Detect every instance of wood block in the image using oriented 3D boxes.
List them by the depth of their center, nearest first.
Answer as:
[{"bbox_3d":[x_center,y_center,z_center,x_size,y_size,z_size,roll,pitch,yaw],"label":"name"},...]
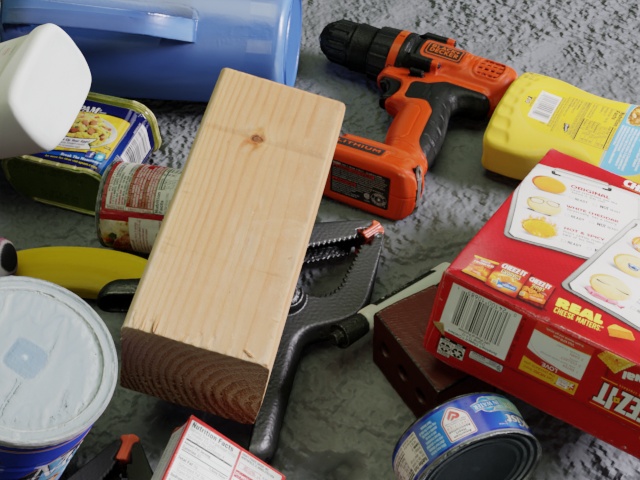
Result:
[{"bbox_3d":[-0.054,0.001,0.696,0.091,0.090,0.206,17,57,-1],"label":"wood block"}]

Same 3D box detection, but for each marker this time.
[{"bbox_3d":[0.052,0.045,0.750,0.120,0.020,0.020,-26,50,-37],"label":"marker"}]

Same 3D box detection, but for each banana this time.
[{"bbox_3d":[-0.176,0.034,0.777,0.198,0.037,0.069,10,48,12],"label":"banana"}]

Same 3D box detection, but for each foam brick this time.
[{"bbox_3d":[0.075,0.079,0.712,0.051,0.053,0.078,-24,50,-19],"label":"foam brick"}]

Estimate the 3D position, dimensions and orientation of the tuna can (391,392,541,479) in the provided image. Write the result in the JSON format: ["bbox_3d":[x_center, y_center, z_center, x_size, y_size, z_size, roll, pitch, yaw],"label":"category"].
[{"bbox_3d":[0.087,0.131,0.641,0.086,0.086,0.034,-16,46,-13],"label":"tuna can"}]

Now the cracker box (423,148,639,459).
[{"bbox_3d":[0.184,0.034,0.696,0.164,0.072,0.213,25,35,18],"label":"cracker box"}]

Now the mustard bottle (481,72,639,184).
[{"bbox_3d":[0.231,-0.069,0.839,0.192,0.058,0.096,21,53,21],"label":"mustard bottle"}]

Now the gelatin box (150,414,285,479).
[{"bbox_3d":[-0.068,0.160,0.633,0.073,0.030,0.089,35,44,-14],"label":"gelatin box"}]

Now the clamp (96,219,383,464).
[{"bbox_3d":[-0.026,0.054,0.745,0.209,0.036,0.165,-27,67,-29],"label":"clamp"}]

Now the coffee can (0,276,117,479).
[{"bbox_3d":[-0.188,0.100,0.624,0.102,0.140,0.103,15,50,-20],"label":"coffee can"}]

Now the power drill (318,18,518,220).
[{"bbox_3d":[0.052,-0.110,0.887,0.185,0.057,0.187,20,51,20],"label":"power drill"}]

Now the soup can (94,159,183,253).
[{"bbox_3d":[-0.110,-0.021,0.805,0.102,0.068,0.068,8,48,9],"label":"soup can"}]

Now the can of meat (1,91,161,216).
[{"bbox_3d":[-0.194,-0.072,0.864,0.102,0.057,0.083,13,51,15],"label":"can of meat"}]

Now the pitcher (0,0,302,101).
[{"bbox_3d":[-0.143,-0.180,0.911,0.243,0.145,0.149,7,52,5],"label":"pitcher"}]

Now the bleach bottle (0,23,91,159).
[{"bbox_3d":[-0.311,-0.102,0.856,0.251,0.068,0.102,-6,47,26],"label":"bleach bottle"}]
